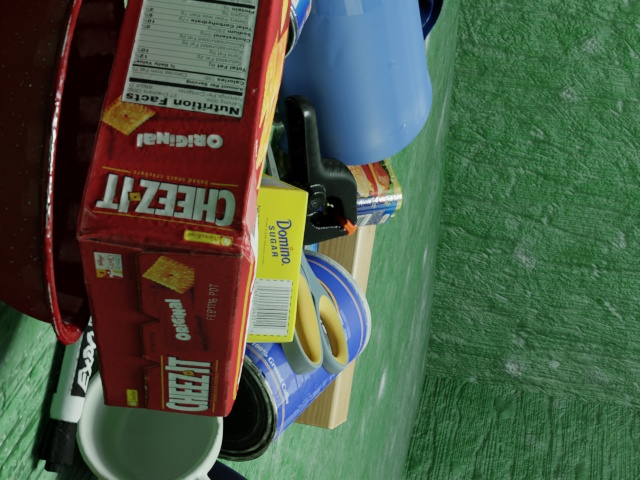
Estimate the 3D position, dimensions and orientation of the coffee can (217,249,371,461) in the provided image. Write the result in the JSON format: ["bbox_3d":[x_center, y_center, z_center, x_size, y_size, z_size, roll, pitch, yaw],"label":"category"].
[{"bbox_3d":[-0.039,0.081,0.785,0.140,0.103,0.103,-39,139,-50],"label":"coffee can"}]

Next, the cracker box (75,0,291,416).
[{"bbox_3d":[-0.057,-0.046,0.510,0.164,0.072,0.213,101,-6,-58],"label":"cracker box"}]

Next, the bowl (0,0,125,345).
[{"bbox_3d":[-0.119,-0.040,0.437,0.162,0.055,0.162,-175,-89,-87],"label":"bowl"}]

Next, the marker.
[{"bbox_3d":[-0.135,0.067,0.589,0.020,0.020,0.121,53,46,-75],"label":"marker"}]

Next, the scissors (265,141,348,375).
[{"bbox_3d":[-0.014,0.009,0.750,0.096,0.016,0.202,46,30,-48],"label":"scissors"}]

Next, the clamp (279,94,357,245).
[{"bbox_3d":[-0.013,-0.047,0.845,0.120,0.039,0.171,-49,151,16],"label":"clamp"}]

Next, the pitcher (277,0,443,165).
[{"bbox_3d":[0.023,-0.174,0.811,0.243,0.145,0.149,74,16,-67],"label":"pitcher"}]

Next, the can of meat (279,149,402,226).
[{"bbox_3d":[0.019,-0.059,1.012,0.102,0.083,0.058,68,-31,25],"label":"can of meat"}]
